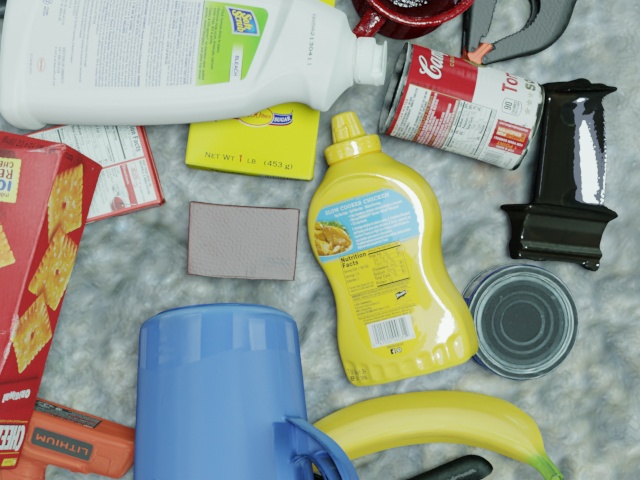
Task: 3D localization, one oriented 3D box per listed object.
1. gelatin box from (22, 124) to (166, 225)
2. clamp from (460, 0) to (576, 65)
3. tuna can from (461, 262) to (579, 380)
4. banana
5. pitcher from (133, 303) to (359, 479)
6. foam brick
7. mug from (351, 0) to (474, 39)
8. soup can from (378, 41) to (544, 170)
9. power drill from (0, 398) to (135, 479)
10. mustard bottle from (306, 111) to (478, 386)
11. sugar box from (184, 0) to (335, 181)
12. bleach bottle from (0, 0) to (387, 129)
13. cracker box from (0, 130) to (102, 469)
[{"bbox_3d":[-0.163,-0.050,0.766,0.089,0.030,0.073,-16,89,-4],"label":"gelatin box"},{"bbox_3d":[0.172,-0.191,0.785,0.120,0.039,0.171,31,94,1],"label":"clamp"},{"bbox_3d":[0.145,0.059,0.783,0.086,0.034,0.086,0,90,-4],"label":"tuna can"},{"bbox_3d":[0.071,0.138,0.764,0.198,0.069,0.037,0,125,7],"label":"banana"},{"bbox_3d":[-0.053,0.166,0.693,0.149,0.145,0.243,-1,75,-11],"label":"pitcher"},{"bbox_3d":[-0.055,0.001,0.761,0.078,0.051,0.053,4,90,-4],"label":"foam brick"},{"bbox_3d":[0.057,-0.180,0.755,0.093,0.081,0.117,35,87,-3],"label":"mug"},{"bbox_3d":[0.100,-0.095,0.764,0.102,0.068,0.068,16,88,-4],"label":"soup can"},{"bbox_3d":[-0.187,0.216,0.748,0.184,0.057,0.187,19,88,-3],"label":"power drill"},{"bbox_3d":[0.042,0.002,0.760,0.096,0.058,0.191,-16,90,25],"label":"mustard bottle"},{"bbox_3d":[-0.040,-0.134,0.766,0.093,0.048,0.176,7,91,-2],"label":"sugar box"},{"bbox_3d":[-0.082,-0.118,0.714,0.251,0.068,0.102,5,88,6],"label":"bleach bottle"},{"bbox_3d":[-0.257,0.027,0.708,0.164,0.072,0.213,13,82,15],"label":"cracker box"}]
